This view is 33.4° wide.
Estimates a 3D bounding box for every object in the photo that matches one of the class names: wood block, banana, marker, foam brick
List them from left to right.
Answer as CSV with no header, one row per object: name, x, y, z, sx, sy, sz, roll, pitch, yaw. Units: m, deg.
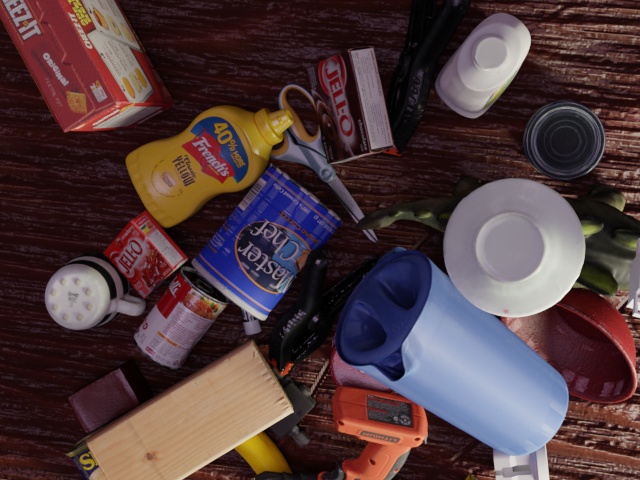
foam brick,-0.246,0.182,1.249,0.078,0.053,0.051,-30,93,9
wood block,-0.141,0.200,1.175,0.206,0.090,0.091,-30,89,-3
banana,-0.096,0.238,1.246,0.198,0.037,0.070,34,118,4
marker,-0.091,0.048,1.227,0.020,0.020,0.121,-13,95,9

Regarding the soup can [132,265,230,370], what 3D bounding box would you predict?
soup can,-0.159,0.089,1.218,0.068,0.068,0.102,37,101,2

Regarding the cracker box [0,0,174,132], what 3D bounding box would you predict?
cracker box,-0.246,-0.199,1.119,0.072,0.213,0.164,-28,93,10

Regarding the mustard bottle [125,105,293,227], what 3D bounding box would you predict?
mustard bottle,-0.115,-0.095,1.183,0.192,0.058,0.096,-26,93,17

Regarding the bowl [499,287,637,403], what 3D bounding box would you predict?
bowl,0.274,0.099,1.137,0.162,0.162,0.055,41,64,1

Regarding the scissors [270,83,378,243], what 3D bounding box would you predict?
scissors,-0.014,-0.076,1.203,0.096,0.016,0.202,-20,94,11

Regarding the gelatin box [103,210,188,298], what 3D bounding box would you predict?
gelatin box,-0.200,0.017,1.210,0.073,0.030,0.089,49,139,-2

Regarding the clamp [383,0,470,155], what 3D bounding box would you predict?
clamp,0.104,-0.184,1.115,0.036,0.164,0.210,12,108,-11

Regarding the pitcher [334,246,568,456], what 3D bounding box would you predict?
pitcher,0.143,0.118,1.112,0.242,0.145,0.149,36,76,-27

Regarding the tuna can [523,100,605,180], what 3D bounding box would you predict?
tuna can,0.263,-0.108,1.151,0.086,0.033,0.086,1,97,8

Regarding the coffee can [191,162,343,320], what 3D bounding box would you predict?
coffee can,-0.058,0.001,1.164,0.103,0.103,0.140,39,90,1

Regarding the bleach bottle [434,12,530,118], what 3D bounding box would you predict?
bleach bottle,0.159,-0.171,1.047,0.068,0.250,0.103,39,100,1

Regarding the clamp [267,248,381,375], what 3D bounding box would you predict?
clamp,0.002,0.077,1.194,0.039,0.120,0.172,54,127,37

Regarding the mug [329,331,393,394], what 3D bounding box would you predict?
mug,0.062,0.123,1.184,0.117,0.081,0.093,-41,90,11

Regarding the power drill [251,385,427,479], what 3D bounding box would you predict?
power drill,0.026,0.242,1.171,0.184,0.057,0.188,10,130,-11

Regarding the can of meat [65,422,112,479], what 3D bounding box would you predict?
can of meat,-0.233,0.258,1.255,0.102,0.057,0.084,-29,95,10

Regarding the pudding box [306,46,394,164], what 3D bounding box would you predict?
pudding box,0.032,-0.144,1.148,0.039,0.090,0.113,-16,94,-29
